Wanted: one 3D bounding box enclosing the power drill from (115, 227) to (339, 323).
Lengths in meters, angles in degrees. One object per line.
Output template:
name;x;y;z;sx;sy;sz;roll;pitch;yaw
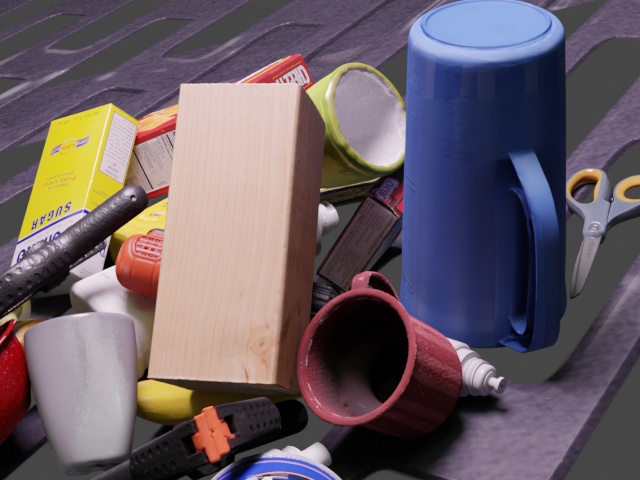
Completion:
power drill;-0.057;-0.008;0.887;0.184;0.057;0.187;15;41;0

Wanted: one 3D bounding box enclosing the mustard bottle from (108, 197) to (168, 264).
mustard bottle;-0.108;-0.027;1.037;0.191;0.058;0.096;-31;28;-30

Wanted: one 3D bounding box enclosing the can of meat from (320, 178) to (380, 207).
can of meat;0.013;-0.067;1.020;0.102;0.057;0.084;-12;-7;1

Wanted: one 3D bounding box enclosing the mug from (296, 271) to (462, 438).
mug;0.043;0.078;0.734;0.093;0.081;0.117;-23;59;28

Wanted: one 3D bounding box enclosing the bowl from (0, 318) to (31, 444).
bowl;-0.265;0.134;0.785;0.162;0.055;0.162;-41;13;11

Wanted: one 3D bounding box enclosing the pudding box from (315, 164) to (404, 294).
pudding box;0.050;-0.018;0.911;0.039;0.114;0.089;36;44;7

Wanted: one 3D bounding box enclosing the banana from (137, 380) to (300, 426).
banana;-0.067;0.108;0.811;0.198;0.037;0.069;-9;32;6

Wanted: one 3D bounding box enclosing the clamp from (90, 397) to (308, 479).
clamp;-0.065;0.127;0.677;0.164;0.036;0.210;-20;-11;-20

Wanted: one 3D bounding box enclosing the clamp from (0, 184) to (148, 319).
clamp;-0.219;0.020;0.858;0.171;0.039;0.120;-36;-4;-26

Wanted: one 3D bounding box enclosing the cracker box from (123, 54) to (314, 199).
cracker box;-0.127;-0.109;1.097;0.214;0.072;0.164;-17;16;35

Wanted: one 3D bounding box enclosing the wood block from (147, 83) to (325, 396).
wood block;-0.055;0.001;0.754;0.091;0.206;0.090;1;-13;13

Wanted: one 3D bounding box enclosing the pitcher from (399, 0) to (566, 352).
pitcher;0.126;-0.044;0.790;0.149;0.243;0.144;13;37;26

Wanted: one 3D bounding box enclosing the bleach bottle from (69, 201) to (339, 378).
bleach bottle;-0.085;0.028;0.933;0.250;0.068;0.103;-26;39;-28

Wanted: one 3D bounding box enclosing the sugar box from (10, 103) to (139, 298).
sugar box;-0.234;-0.037;1.010;0.094;0.048;0.176;-10;58;37
